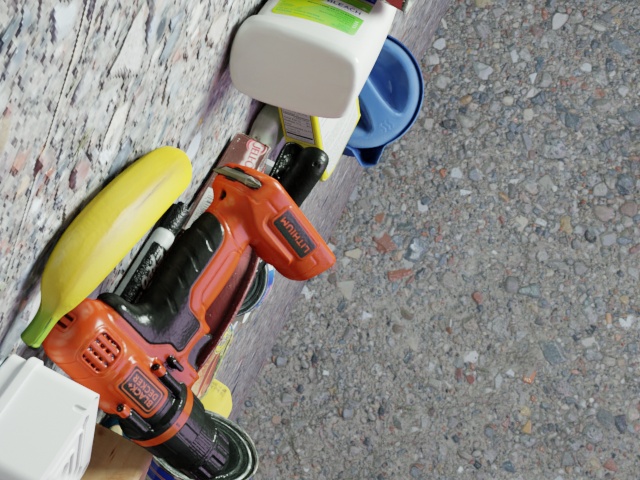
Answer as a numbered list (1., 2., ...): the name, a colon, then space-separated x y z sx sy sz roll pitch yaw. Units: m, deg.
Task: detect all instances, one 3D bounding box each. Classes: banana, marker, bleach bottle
1. banana: -0.121 -0.017 0.655 0.070 0.037 0.197 -39 -169 39
2. marker: -0.134 0.020 0.817 0.121 0.020 0.020 -62 176 -24
3. bleach bottle: 0.010 -0.195 0.872 0.250 0.102 0.068 -69 176 -50

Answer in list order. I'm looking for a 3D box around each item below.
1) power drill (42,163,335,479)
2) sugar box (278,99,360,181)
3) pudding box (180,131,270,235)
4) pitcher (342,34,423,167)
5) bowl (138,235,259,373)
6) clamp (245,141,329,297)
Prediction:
1. power drill: -0.074 0.056 0.726 0.187 0.057 0.184 -51 133 -17
2. sugar box: -0.003 -0.143 1.010 0.176 0.048 0.093 76 35 -57
3. pudding box: -0.088 -0.029 0.962 0.113 0.039 0.090 -61 177 -27
4. pitcher: 0.046 -0.174 1.278 0.149 0.145 0.243 -51 180 0
5. bowl: -0.112 0.049 0.842 0.162 0.055 0.162 -51 -163 21
6. clamp: -0.056 0.001 0.930 0.210 0.036 0.165 -61 -171 -5
